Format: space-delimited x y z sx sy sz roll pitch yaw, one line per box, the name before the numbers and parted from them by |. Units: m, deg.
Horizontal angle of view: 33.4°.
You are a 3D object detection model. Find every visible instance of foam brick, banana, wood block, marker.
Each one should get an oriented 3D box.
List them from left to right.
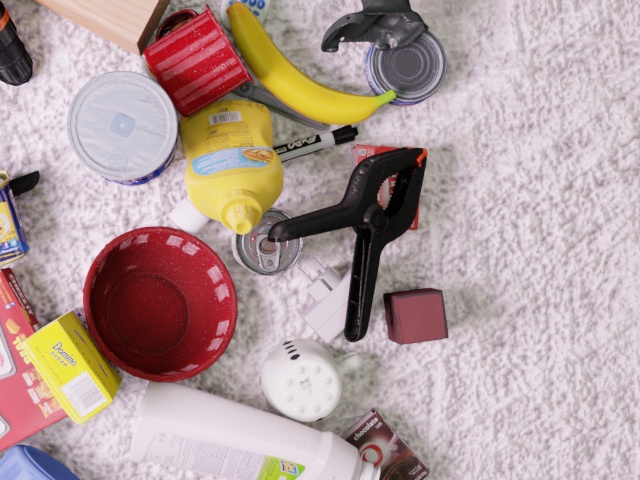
wood block | -0.256 -0.278 1.079 0.206 0.091 0.090 27 87 -7
banana | -0.021 -0.173 1.121 0.197 0.037 0.069 29 92 -8
marker | -0.017 -0.100 1.145 0.121 0.020 0.020 -17 93 -7
foam brick | 0.100 0.079 1.132 0.051 0.078 0.053 -8 89 -7

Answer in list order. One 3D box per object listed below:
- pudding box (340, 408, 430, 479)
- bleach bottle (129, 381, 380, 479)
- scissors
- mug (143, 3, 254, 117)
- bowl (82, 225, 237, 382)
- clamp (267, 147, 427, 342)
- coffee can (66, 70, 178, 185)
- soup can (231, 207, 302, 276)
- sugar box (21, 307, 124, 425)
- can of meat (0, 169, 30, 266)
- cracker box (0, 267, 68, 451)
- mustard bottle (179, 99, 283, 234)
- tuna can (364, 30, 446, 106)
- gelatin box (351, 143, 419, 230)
pudding box | 0.046 0.251 1.146 0.113 0.039 0.090 -43 94 -5
bleach bottle | -0.064 0.215 1.092 0.250 0.103 0.068 17 51 -3
scissors | -0.085 -0.183 1.138 0.201 0.016 0.096 11 89 -7
mug | -0.130 -0.187 1.085 0.081 0.093 0.117 -31 64 1
bowl | -0.169 0.069 1.095 0.161 0.055 0.162 7 71 -22
clamp | 0.049 -0.011 1.089 0.209 0.036 0.164 -47 124 -27
coffee can | -0.193 -0.108 1.063 0.102 0.140 0.103 0 91 -7
soup can | -0.057 0.001 1.099 0.068 0.102 0.068 0 90 -7
sugar box | -0.236 0.117 1.042 0.048 0.176 0.093 -33 95 -3
can of meat | -0.347 -0.014 1.058 0.102 0.057 0.084 -18 112 -16
cracker box | -0.376 0.147 1.079 0.213 0.072 0.164 -28 93 -5
mustard bottle | -0.086 -0.069 1.054 0.096 0.191 0.058 -8 127 -6
tuna can | 0.092 -0.189 1.150 0.086 0.034 0.086 0 91 -7
gelatin box | 0.070 -0.057 1.150 0.073 0.030 0.089 4 90 -7
